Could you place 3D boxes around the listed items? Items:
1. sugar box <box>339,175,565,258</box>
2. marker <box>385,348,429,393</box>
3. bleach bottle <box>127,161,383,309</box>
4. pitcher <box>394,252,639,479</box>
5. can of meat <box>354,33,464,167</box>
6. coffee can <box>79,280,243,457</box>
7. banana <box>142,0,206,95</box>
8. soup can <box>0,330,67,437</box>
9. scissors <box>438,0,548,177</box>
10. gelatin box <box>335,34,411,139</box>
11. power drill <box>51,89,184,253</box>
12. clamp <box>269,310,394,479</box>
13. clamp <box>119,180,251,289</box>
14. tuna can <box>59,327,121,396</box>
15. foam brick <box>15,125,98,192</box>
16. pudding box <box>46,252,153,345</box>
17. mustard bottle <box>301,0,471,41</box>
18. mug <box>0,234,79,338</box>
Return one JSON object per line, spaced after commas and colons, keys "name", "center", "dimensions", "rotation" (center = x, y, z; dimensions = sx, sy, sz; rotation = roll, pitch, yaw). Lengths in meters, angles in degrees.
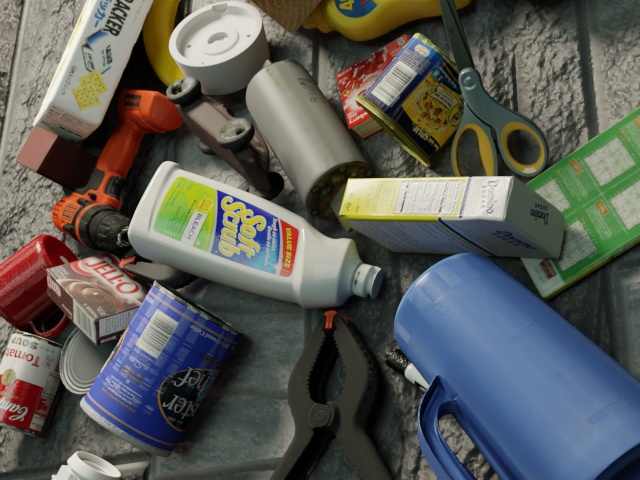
{"name": "sugar box", "center": [0.112, -0.020, 0.920], "dimensions": [0.177, 0.093, 0.048], "rotation": [-1, 69, 42]}
{"name": "marker", "center": [0.100, 0.127, 0.918], "dimensions": [0.121, 0.020, 0.020], "rotation": [33, 89, 41]}
{"name": "bleach bottle", "center": [-0.057, 0.001, 1.035], "dimensions": [0.251, 0.068, 0.102], "rotation": [16, 67, 21]}
{"name": "pitcher", "center": [0.152, 0.120, 0.809], "dimensions": [0.145, 0.149, 0.243], "rotation": [-54, 46, 13]}
{"name": "can of meat", "center": [0.094, -0.131, 0.994], "dimensions": [0.084, 0.102, 0.057], "rotation": [-49, 48, 3]}
{"name": "coffee can", "center": [-0.155, 0.125, 1.045], "dimensions": [0.103, 0.102, 0.140], "rotation": [28, 86, 40]}
{"name": "banana", "center": [-0.179, -0.236, 1.279], "dimensions": [0.070, 0.037, 0.198], "rotation": [-29, 54, 23]}
{"name": "soup can", "center": [-0.324, 0.158, 1.173], "dimensions": [0.069, 0.068, 0.102], "rotation": [7, 72, 37]}
{"name": "scissors", "center": [0.151, -0.134, 0.938], "dimensions": [0.096, 0.016, 0.202], "rotation": [1, 108, 17]}
{"name": "gelatin box", "center": [0.064, -0.154, 1.072], "dimensions": [0.089, 0.030, 0.073], "rotation": [-27, 55, 23]}
{"name": "power drill", "center": [-0.222, -0.077, 1.200], "dimensions": [0.185, 0.057, 0.187], "rotation": [17, 76, 54]}
{"name": "clamp", "center": [0.018, 0.165, 0.947], "dimensions": [0.165, 0.036, 0.210], "rotation": [-4, 66, 34]}
{"name": "clamp", "center": [-0.126, -0.002, 1.115], "dimensions": [0.172, 0.039, 0.120], "rotation": [-7, 55, 15]}
{"name": "tuna can", "center": [-0.238, 0.128, 1.148], "dimensions": [0.086, 0.033, 0.086], "rotation": [-16, 60, 29]}
{"name": "foam brick", "center": [-0.313, -0.095, 1.281], "dimensions": [0.053, 0.078, 0.051], "rotation": [25, 85, 40]}
{"name": "pudding box", "center": [-0.227, 0.059, 1.138], "dimensions": [0.114, 0.089, 0.039], "rotation": [39, 134, 39]}
{"name": "mustard bottle", "center": [0.063, -0.257, 1.105], "dimensions": [0.192, 0.058, 0.096], "rotation": [-15, 59, 30]}
{"name": "mug", "center": [-0.315, 0.055, 1.205], "dimensions": [0.081, 0.093, 0.117], "rotation": [-36, 60, 10]}
